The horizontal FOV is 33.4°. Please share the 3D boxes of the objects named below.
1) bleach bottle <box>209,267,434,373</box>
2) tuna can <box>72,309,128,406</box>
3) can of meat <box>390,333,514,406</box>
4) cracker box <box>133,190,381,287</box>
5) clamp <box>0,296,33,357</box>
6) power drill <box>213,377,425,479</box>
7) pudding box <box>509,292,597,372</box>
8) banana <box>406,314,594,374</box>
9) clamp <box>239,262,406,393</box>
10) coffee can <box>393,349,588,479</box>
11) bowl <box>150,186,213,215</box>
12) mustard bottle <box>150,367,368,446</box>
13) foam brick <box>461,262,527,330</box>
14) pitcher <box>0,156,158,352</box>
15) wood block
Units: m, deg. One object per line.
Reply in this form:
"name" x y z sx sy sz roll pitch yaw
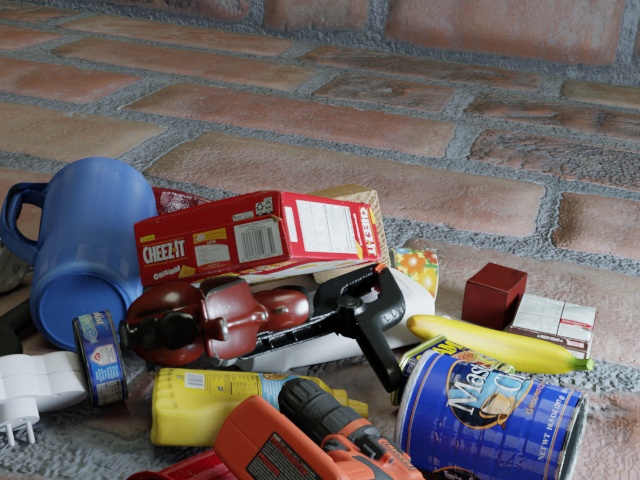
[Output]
"bleach bottle" -0.005 0.090 1.127 0.250 0.068 0.103 -10 25 -31
"tuna can" -0.203 0.109 0.982 0.033 0.086 0.086 -12 25 -17
"can of meat" 0.130 0.139 1.030 0.084 0.057 0.101 20 21 30
"cracker box" -0.057 0.001 1.066 0.164 0.072 0.213 -12 -6 25
"clamp" -0.345 0.094 1.055 0.120 0.039 0.171 1 20 -8
"power drill" 0.002 0.160 0.798 0.185 0.057 0.187 38 8 29
"pudding box" 0.261 0.101 1.200 0.090 0.039 0.113 11 19 15
"banana" 0.182 0.108 1.119 0.197 0.037 0.070 12 -23 -2
"clamp" 0.036 0.080 1.046 0.165 0.036 0.209 15 29 25
"coffee can" 0.145 0.161 0.908 0.140 0.103 0.102 14 22 22
"bowl" -0.161 -0.013 1.345 0.162 0.055 0.162 18 13 -5
"mustard bottle" -0.053 0.150 0.949 0.191 0.058 0.096 3 13 -7
"foam brick" 0.206 0.066 1.262 0.053 0.051 0.078 16 23 25
"pitcher" -0.258 0.012 1.157 0.149 0.145 0.243 -22 28 4
"wood block" 0.019 -0.013 1.274 0.090 0.091 0.206 -13 6 -3
